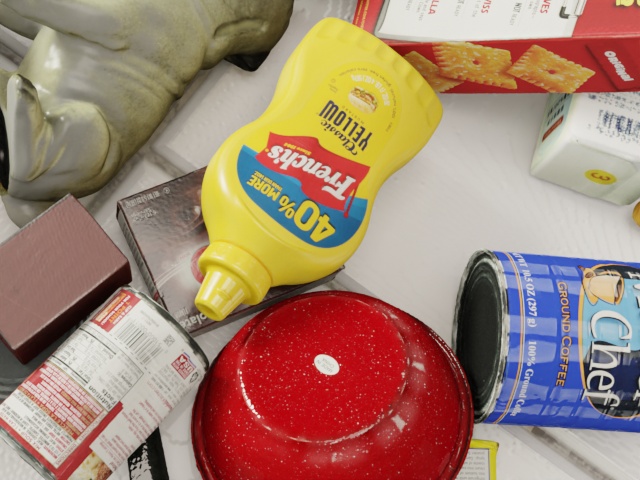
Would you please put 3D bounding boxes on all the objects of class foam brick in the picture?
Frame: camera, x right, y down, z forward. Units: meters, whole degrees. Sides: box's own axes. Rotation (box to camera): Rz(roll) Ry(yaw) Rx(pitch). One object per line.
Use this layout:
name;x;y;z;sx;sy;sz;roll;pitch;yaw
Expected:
foam brick;-0.148;0.021;0.578;0.078;0.053;0.051;-39;84;-17

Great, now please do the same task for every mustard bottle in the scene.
mustard bottle;-0.012;-0.033;0.608;0.096;0.058;0.191;39;64;-9

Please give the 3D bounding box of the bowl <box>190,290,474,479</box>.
bowl;0.003;0.083;0.587;0.162;0.055;0.162;-4;52;4

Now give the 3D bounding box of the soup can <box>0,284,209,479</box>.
soup can;-0.117;0.081;0.566;0.068;0.068;0.102;42;71;3

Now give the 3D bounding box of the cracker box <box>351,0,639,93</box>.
cracker box;0.138;-0.174;0.650;0.214;0.072;0.164;4;71;30

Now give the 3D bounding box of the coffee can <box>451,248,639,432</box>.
coffee can;0.158;0.061;0.627;0.140;0.103;0.103;5;74;-8

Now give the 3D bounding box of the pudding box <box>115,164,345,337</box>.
pudding box;-0.054;0.001;0.642;0.113;0.039;0.090;-23;79;-15
